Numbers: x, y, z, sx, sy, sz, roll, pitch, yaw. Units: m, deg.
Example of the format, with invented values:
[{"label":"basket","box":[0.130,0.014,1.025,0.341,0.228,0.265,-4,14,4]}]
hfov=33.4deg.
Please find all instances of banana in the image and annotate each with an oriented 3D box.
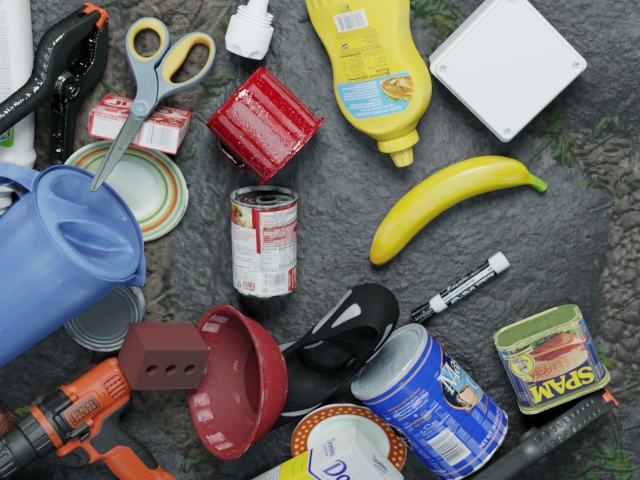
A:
[{"label":"banana","box":[0.131,-0.039,1.093,0.198,0.037,0.069,-24,107,10]}]

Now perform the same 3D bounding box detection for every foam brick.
[{"label":"foam brick","box":[-0.167,0.122,1.134,0.078,0.051,0.053,3,122,-33]}]

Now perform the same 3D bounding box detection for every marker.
[{"label":"marker","box":[0.147,0.053,1.137,0.121,0.020,0.020,-36,106,13]}]

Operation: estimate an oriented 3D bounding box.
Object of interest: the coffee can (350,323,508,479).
[{"label":"coffee can","box":[0.116,0.173,1.137,0.103,0.103,0.140,-41,105,14]}]

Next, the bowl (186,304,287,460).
[{"label":"bowl","box":[-0.081,0.148,1.127,0.055,0.162,0.162,1,114,-34]}]

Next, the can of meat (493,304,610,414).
[{"label":"can of meat","box":[0.245,0.125,1.142,0.102,0.057,0.084,-23,105,9]}]

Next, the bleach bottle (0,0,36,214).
[{"label":"bleach bottle","box":[-0.334,-0.147,1.052,0.102,0.068,0.251,4,113,-1]}]

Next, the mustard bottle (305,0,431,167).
[{"label":"mustard bottle","box":[0.056,-0.162,1.033,0.096,0.058,0.191,-6,113,29]}]

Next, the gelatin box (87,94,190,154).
[{"label":"gelatin box","box":[-0.178,-0.116,1.053,0.089,0.073,0.030,12,109,-3]}]

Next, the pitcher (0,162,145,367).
[{"label":"pitcher","box":[-0.308,0.035,1.068,0.243,0.144,0.149,-36,73,26]}]

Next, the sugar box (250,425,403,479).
[{"label":"sugar box","box":[-0.004,0.285,1.196,0.176,0.048,0.093,-31,114,24]}]

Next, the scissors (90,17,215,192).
[{"label":"scissors","box":[-0.181,-0.140,1.013,0.096,0.016,0.201,39,65,6]}]

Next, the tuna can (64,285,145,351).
[{"label":"tuna can","box":[-0.232,0.073,1.145,0.086,0.033,0.086,0,110,1]}]

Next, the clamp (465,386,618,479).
[{"label":"clamp","box":[0.228,0.228,1.163,0.210,0.164,0.036,-34,77,-8]}]

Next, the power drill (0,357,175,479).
[{"label":"power drill","box":[-0.251,0.247,1.164,0.184,0.057,0.187,-36,113,-18]}]

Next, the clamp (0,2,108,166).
[{"label":"clamp","box":[-0.252,-0.146,1.042,0.039,0.120,0.171,32,85,25]}]

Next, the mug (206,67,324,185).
[{"label":"mug","box":[-0.063,-0.110,1.052,0.081,0.093,0.117,44,142,-9]}]

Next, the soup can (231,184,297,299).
[{"label":"soup can","box":[-0.057,0.001,1.096,0.068,0.068,0.102,1,111,1]}]
